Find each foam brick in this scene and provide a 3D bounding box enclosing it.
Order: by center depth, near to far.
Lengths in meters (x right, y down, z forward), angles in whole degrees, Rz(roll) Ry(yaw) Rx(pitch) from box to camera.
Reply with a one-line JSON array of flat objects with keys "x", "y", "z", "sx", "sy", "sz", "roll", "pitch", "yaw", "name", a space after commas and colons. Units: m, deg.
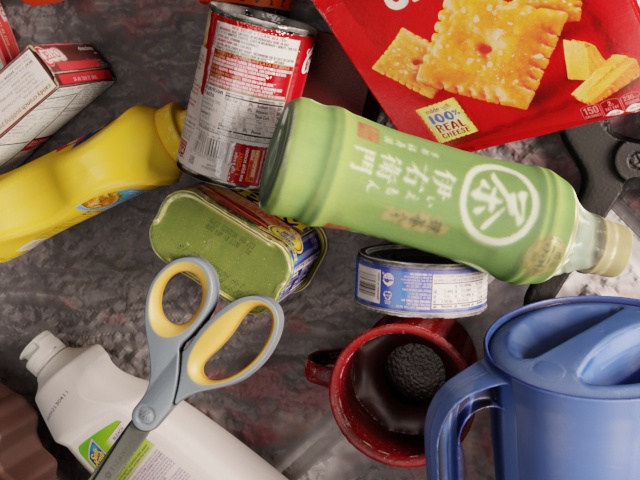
[{"x": 0.011, "y": -0.095, "z": 0.695, "sx": 0.053, "sy": 0.051, "sz": 0.078, "roll": 17, "pitch": 103, "yaw": 12, "name": "foam brick"}]

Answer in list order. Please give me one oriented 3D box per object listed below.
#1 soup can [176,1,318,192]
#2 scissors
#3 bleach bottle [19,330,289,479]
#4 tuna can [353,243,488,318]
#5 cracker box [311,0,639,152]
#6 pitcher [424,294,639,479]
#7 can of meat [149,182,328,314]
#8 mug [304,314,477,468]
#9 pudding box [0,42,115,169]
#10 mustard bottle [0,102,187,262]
[{"x": -0.046, "y": -0.088, "z": 0.653, "sx": 0.068, "sy": 0.068, "sz": 0.102, "roll": 18, "pitch": 106, "yaw": 11, "name": "soup can"}, {"x": -0.114, "y": 0.089, "z": 0.673, "sx": 0.202, "sy": 0.016, "sz": 0.096, "roll": -38, "pitch": 82, "yaw": 7, "name": "scissors"}, {"x": -0.112, "y": 0.152, "z": 0.764, "sx": 0.251, "sy": 0.068, "sz": 0.103, "roll": 41, "pitch": 114, "yaw": 6, "name": "bleach bottle"}, {"x": 0.065, "y": 0.024, "z": 0.684, "sx": 0.086, "sy": 0.086, "sz": 0.034, "roll": 4, "pitch": 99, "yaw": 14, "name": "tuna can"}, {"x": 0.083, "y": -0.148, "z": 0.579, "sx": 0.164, "sy": 0.072, "sz": 0.213, "roll": -11, "pitch": 135, "yaw": 31, "name": "cracker box"}, {"x": 0.158, "y": 0.166, "z": 0.647, "sx": 0.149, "sy": 0.144, "sz": 0.243, "roll": 7, "pitch": 113, "yaw": 29, "name": "pitcher"}, {"x": -0.055, "y": 0.001, "z": 0.712, "sx": 0.102, "sy": 0.083, "sz": 0.057, "roll": 31, "pitch": 106, "yaw": 8, "name": "can of meat"}, {"x": 0.048, "y": 0.089, "z": 0.702, "sx": 0.117, "sy": 0.081, "sz": 0.093, "roll": 5, "pitch": 101, "yaw": 13, "name": "mug"}, {"x": -0.206, "y": -0.089, "z": 0.732, "sx": 0.114, "sy": 0.090, "sz": 0.039, "roll": -37, "pitch": 90, "yaw": 18, "name": "pudding box"}, {"x": -0.154, "y": -0.045, "z": 0.723, "sx": 0.192, "sy": 0.096, "sz": 0.058, "roll": -23, "pitch": 91, "yaw": 17, "name": "mustard bottle"}]
